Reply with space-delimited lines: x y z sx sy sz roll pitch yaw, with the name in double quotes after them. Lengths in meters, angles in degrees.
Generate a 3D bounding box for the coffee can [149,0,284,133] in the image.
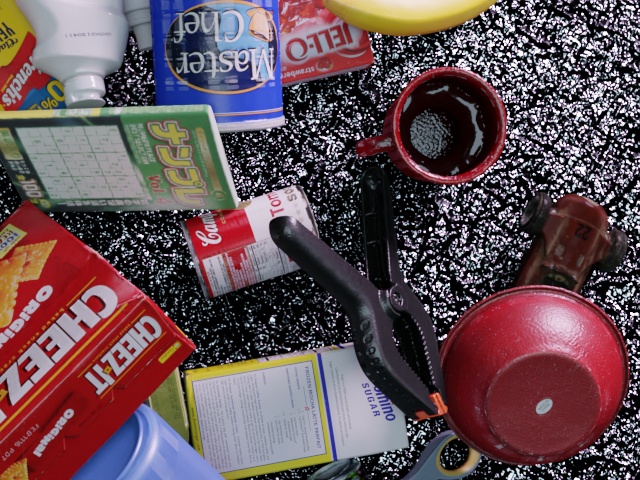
-0.082 -0.158 0.836 0.102 0.103 0.140 -3 101 -6 "coffee can"

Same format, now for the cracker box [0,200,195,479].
-0.214 0.076 0.774 0.164 0.214 0.072 -47 129 -12 "cracker box"

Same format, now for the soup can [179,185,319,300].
-0.056 0.001 0.870 0.102 0.068 0.068 -18 93 -6 "soup can"

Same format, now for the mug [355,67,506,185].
0.086 -0.087 0.877 0.117 0.081 0.093 -17 93 -6 "mug"

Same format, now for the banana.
0.095 -0.208 0.888 0.197 0.037 0.069 -27 104 -17 "banana"

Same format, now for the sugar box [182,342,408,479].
-0.021 0.140 0.889 0.176 0.048 0.093 -8 91 -10 "sugar box"

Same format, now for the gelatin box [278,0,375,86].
-0.005 -0.172 0.892 0.089 0.030 0.073 -13 93 -6 "gelatin box"

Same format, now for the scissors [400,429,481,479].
0.065 0.192 0.877 0.201 0.016 0.096 20 75 -30 "scissors"

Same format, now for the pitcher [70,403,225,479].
-0.112 0.232 0.795 0.149 0.145 0.242 -37 123 -5 "pitcher"

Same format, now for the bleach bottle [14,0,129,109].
-0.209 -0.222 0.825 0.102 0.068 0.251 -8 80 -17 "bleach bottle"

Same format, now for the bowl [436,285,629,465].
0.175 0.121 0.861 0.162 0.055 0.162 0 106 1 "bowl"

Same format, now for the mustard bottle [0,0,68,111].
-0.236 -0.128 0.853 0.096 0.058 0.191 -43 96 -12 "mustard bottle"

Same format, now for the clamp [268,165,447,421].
0.050 0.043 0.859 0.036 0.164 0.210 -22 102 36 "clamp"
